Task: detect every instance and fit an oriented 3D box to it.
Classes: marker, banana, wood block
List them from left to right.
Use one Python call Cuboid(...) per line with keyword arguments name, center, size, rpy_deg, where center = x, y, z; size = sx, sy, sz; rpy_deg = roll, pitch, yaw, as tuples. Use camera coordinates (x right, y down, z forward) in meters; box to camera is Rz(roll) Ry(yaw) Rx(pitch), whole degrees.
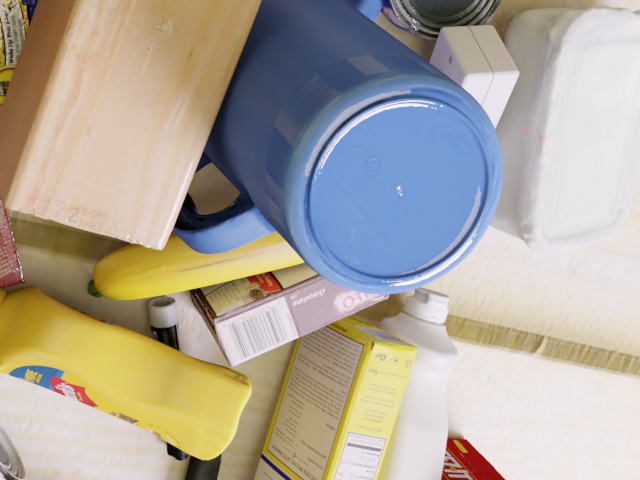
Cuboid(name="wood block", center=(-0.095, -0.113, 0.556), size=(0.090, 0.091, 0.206), rpy_deg=(17, 104, -28))
Cuboid(name="marker", center=(-0.102, 0.097, 0.730), size=(0.020, 0.020, 0.121), rpy_deg=(-10, 112, -17))
Cuboid(name="banana", center=(-0.059, 0.004, 0.658), size=(0.198, 0.069, 0.037), rpy_deg=(-12, 98, 4))

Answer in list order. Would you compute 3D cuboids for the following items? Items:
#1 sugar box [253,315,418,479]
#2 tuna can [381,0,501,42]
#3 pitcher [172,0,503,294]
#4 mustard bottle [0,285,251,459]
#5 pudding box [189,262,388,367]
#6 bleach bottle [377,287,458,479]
Cuboid(name="sugar box", center=(0.002, 0.141, 0.726), size=(0.048, 0.093, 0.176), rpy_deg=(13, 95, -30))
Cuboid(name="tuna can", center=(0.076, -0.173, 0.690), size=(0.086, 0.034, 0.086), rpy_deg=(-7, 111, -18))
Cuboid(name="pitcher", center=(-0.007, -0.058, 0.584), size=(0.144, 0.243, 0.149), rpy_deg=(2, 111, -19))
Cuboid(name="mustard bottle", center=(-0.142, 0.075, 0.660), size=(0.191, 0.096, 0.058), rpy_deg=(25, 72, -10))
Cuboid(name="pudding box", center=(-0.024, 0.029, 0.695), size=(0.113, 0.090, 0.039), rpy_deg=(-21, 113, -11))
Cuboid(name="bleach bottle", center=(0.048, 0.158, 0.749), size=(0.068, 0.103, 0.251), rpy_deg=(13, 94, -35))
